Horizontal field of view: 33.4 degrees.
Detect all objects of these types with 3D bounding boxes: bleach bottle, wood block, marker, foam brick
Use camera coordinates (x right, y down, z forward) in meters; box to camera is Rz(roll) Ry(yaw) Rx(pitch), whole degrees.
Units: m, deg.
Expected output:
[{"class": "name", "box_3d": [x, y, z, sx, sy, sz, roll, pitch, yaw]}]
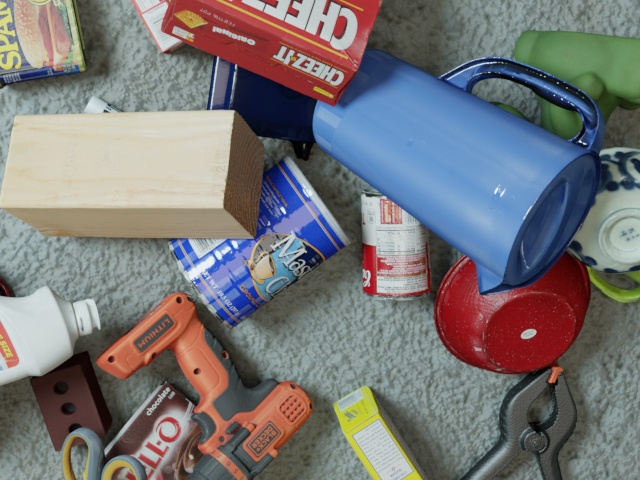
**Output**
[{"class": "bleach bottle", "box_3d": [-0.319, 0.084, 0.921, 0.250, 0.068, 0.102, -13, 91, -17]}, {"class": "wood block", "box_3d": [-0.162, -0.057, 0.940, 0.206, 0.090, 0.090, 1, 74, 16]}, {"class": "marker", "box_3d": [-0.167, -0.098, 1.014, 0.121, 0.020, 0.020, 31, 95, -10]}, {"class": "foam brick", "box_3d": [-0.241, 0.156, 1.034, 0.053, 0.051, 0.078, -18, 101, -2]}]

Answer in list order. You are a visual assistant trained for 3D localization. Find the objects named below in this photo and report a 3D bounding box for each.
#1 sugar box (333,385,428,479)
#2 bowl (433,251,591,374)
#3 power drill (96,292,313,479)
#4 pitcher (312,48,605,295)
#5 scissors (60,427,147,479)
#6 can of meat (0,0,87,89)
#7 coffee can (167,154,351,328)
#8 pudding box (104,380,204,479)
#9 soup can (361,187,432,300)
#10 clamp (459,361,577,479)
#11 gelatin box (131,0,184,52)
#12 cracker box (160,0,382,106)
[{"class": "sugar box", "box_3d": [0.079, 0.234, 1.056, 0.048, 0.093, 0.176, -30, 101, 1]}, {"class": "bowl", "box_3d": [0.194, 0.074, 1.034, 0.162, 0.055, 0.162, -4, 120, -7]}, {"class": "power drill", "box_3d": [-0.123, 0.158, 1.009, 0.184, 0.057, 0.187, -44, 99, -23]}, {"class": "pitcher", "box_3d": [0.118, -0.081, 0.935, 0.149, 0.243, 0.145, -35, 146, -32]}, {"class": "scissors", "box_3d": [-0.201, 0.270, 1.002, 0.096, 0.016, 0.202, 4, 109, 22]}, {"class": "can of meat", "box_3d": [-0.262, -0.194, 0.971, 0.084, 0.057, 0.102, -11, 101, -6]}, {"class": "coffee can", "box_3d": [-0.057, 0.001, 0.998, 0.140, 0.103, 0.103, -36, 101, 1]}, {"class": "pudding box", "box_3d": [-0.155, 0.208, 1.039, 0.090, 0.039, 0.113, 42, 69, -11]}, {"class": "soup can", "box_3d": [0.073, 0.002, 1.028, 0.068, 0.068, 0.102, -3, 99, -5]}, {"class": "clamp", "box_3d": [0.205, 0.205, 1.091, 0.120, 0.039, 0.171, 4, 97, -10]}, {"class": "gelatin box", "box_3d": [-0.152, -0.215, 0.968, 0.030, 0.073, 0.089, -29, 100, -1]}, {"class": "cracker box", "box_3d": [-0.023, -0.246, 0.925, 0.164, 0.072, 0.213, 22, 62, -9]}]
